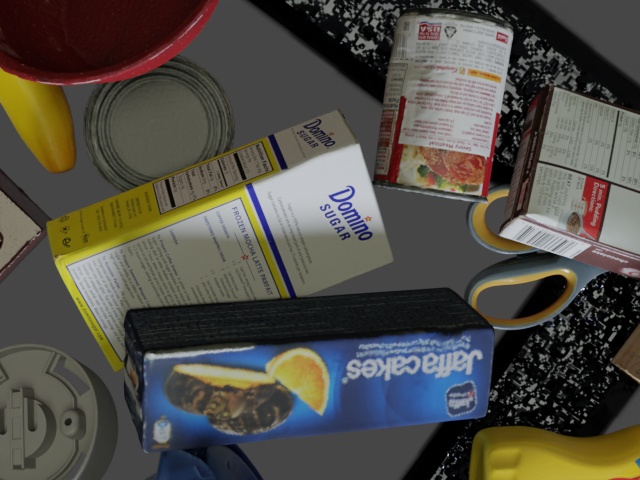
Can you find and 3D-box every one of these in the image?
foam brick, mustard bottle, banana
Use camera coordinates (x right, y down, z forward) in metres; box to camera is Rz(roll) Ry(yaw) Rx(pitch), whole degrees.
[{"bbox_3d":[-0.199,-0.016,0.608,0.078,0.051,0.053,44,90,-5],"label":"foam brick"},{"bbox_3d":[0.188,0.159,0.641,0.191,0.058,0.096,-1,98,-4],"label":"mustard bottle"},{"bbox_3d":[-0.210,-0.119,0.610,0.198,0.037,0.070,35,109,-4],"label":"banana"}]

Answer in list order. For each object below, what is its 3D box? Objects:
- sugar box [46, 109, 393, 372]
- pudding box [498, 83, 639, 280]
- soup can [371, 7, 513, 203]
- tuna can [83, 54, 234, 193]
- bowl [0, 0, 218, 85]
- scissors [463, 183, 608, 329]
[{"bbox_3d":[-0.054,0.001,0.604,0.176,0.048,0.093,-22,130,-4],"label":"sugar box"},{"bbox_3d":[0.170,-0.032,0.625,0.113,0.039,0.090,18,73,-6],"label":"pudding box"},{"bbox_3d":[0.070,-0.076,0.612,0.068,0.068,0.102,8,93,-4],"label":"soup can"},{"bbox_3d":[-0.092,-0.065,0.620,0.086,0.034,0.086,0,94,-3],"label":"tuna can"},{"bbox_3d":[-0.113,-0.146,0.584,0.162,0.055,0.162,-5,69,14],"label":"bowl"},{"bbox_3d":[0.175,-0.009,0.650,0.201,0.016,0.096,-22,91,-6],"label":"scissors"}]
